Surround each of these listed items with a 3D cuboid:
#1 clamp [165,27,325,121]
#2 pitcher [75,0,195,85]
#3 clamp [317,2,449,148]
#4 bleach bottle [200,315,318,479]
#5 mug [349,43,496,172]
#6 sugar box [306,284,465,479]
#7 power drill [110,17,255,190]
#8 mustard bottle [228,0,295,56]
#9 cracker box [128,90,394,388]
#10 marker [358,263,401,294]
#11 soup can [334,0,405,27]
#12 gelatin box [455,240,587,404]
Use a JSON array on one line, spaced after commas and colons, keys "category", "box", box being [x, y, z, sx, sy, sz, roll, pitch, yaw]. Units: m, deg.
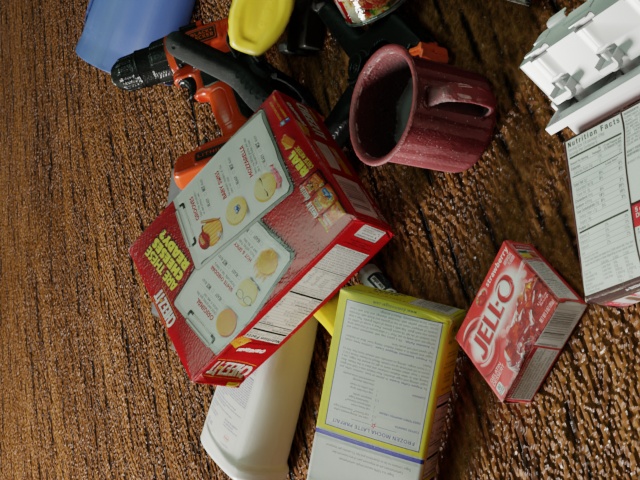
[{"category": "clamp", "box": [-0.072, -0.161, 1.060, 0.172, 0.120, 0.039, 43, 128, 24]}, {"category": "pitcher", "box": [-0.223, -0.334, 1.371, 0.145, 0.149, 0.243, -80, 12, -72]}, {"category": "clamp", "box": [0.042, -0.158, 0.950, 0.210, 0.036, 0.164, -16, 69, 60]}, {"category": "bleach bottle", "box": [-0.042, 0.097, 1.016, 0.103, 0.068, 0.251, 32, 109, 53]}, {"category": "mug", "box": [0.086, -0.099, 0.812, 0.117, 0.081, 0.093, -16, 69, 59]}, {"category": "sugar box", "box": [0.048, 0.130, 0.819, 0.093, 0.048, 0.176, 14, 100, 24]}, {"category": "power drill", "box": [-0.133, -0.148, 1.154, 0.184, 0.057, 0.188, -18, 67, 11]}, {"category": "mustard bottle", "box": [-0.059, -0.264, 1.101, 0.191, 0.058, 0.096, -94, 25, -61]}, {"category": "cracker box", "box": [-0.056, 0.001, 0.946, 0.214, 0.072, 0.164, -45, 54, 20]}, {"category": "marker", "box": [0.065, 0.055, 0.877, 0.121, 0.020, 0.020, 49, 125, 53]}, {"category": "soup can", "box": [0.027, -0.243, 0.909, 0.068, 0.102, 0.068, -26, 27, 15]}, {"category": "gelatin box", "box": [0.136, 0.057, 0.739, 0.089, 0.030, 0.073, -66, 33, 26]}]
